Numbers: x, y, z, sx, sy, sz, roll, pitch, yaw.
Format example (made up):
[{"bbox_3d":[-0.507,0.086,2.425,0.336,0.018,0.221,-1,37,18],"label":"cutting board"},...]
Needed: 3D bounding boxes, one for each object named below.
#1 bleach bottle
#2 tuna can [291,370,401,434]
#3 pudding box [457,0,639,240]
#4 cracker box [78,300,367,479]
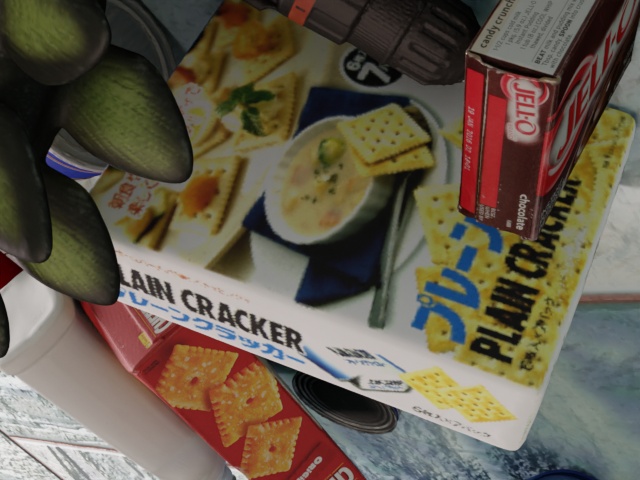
[{"bbox_3d":[-0.144,0.128,0.812,0.250,0.068,0.103,50,176,-32],"label":"bleach bottle"},{"bbox_3d":[0.024,0.110,0.808,0.086,0.033,0.086,20,149,13],"label":"tuna can"},{"bbox_3d":[0.091,-0.070,0.408,0.039,0.113,0.090,21,149,18],"label":"pudding box"},{"bbox_3d":[-0.078,0.096,0.765,0.213,0.072,0.164,54,171,-36],"label":"cracker box"}]
